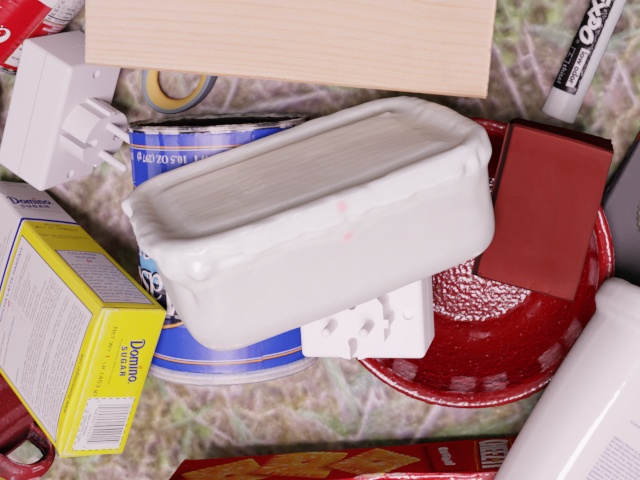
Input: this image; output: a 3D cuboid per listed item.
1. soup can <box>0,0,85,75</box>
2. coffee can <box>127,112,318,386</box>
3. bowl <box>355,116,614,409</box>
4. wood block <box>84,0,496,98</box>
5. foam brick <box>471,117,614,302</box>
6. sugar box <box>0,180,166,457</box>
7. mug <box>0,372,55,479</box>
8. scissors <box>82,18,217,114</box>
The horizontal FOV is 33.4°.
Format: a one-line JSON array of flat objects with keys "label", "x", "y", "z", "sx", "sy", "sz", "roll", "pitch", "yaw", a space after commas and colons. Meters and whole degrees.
[{"label": "soup can", "x": -0.169, "y": -0.156, "z": 0.626, "sx": 0.102, "sy": 0.068, "sz": 0.068, "roll": -42, "pitch": 89, "yaw": 17}, {"label": "coffee can", "x": -0.054, "y": 0.001, "z": 0.609, "sx": 0.103, "sy": 0.102, "sz": 0.140, "roll": 0, "pitch": 101, "yaw": 14}, {"label": "bowl", "x": 0.082, "y": 0.009, "z": 0.601, "sx": 0.162, "sy": 0.055, "sz": 0.162, "roll": 3, "pitch": 102, "yaw": 14}, {"label": "wood block", "x": -0.012, "y": -0.133, "z": 0.566, "sx": 0.206, "sy": 0.090, "sz": 0.091, "roll": 5, "pitch": 105, "yaw": 6}, {"label": "foam brick", "x": 0.111, "y": -0.018, "z": 0.531, "sx": 0.051, "sy": 0.053, "sz": 0.078, "roll": 14, "pitch": 105, "yaw": 11}, {"label": "sugar box", "x": -0.159, "y": 0.040, "z": 0.625, "sx": 0.176, "sy": 0.048, "sz": 0.093, "roll": 39, "pitch": 114, "yaw": 47}, {"label": "mug", "x": -0.223, "y": 0.117, "z": 0.686, "sx": 0.117, "sy": 0.081, "sz": 0.093, "roll": 26, "pitch": 106, "yaw": 8}, {"label": "scissors", "x": -0.048, "y": -0.144, "z": 0.624, "sx": 0.202, "sy": 0.016, "sz": 0.096, "roll": -23, "pitch": 96, "yaw": 17}]
